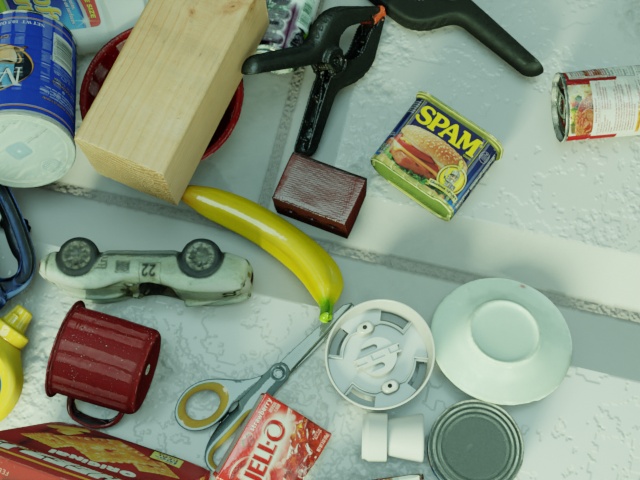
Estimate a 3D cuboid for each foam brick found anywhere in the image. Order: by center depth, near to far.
[{"bbox_3d":[0.000,-0.043,1.030,0.078,0.053,0.051,20,76,9],"label":"foam brick"}]

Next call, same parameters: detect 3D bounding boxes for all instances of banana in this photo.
[{"bbox_3d":[-0.045,0.001,1.015,0.198,0.069,0.037,38,113,19],"label":"banana"}]

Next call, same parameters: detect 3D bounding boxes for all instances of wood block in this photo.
[{"bbox_3d":[-0.133,-0.151,0.989,0.090,0.091,0.206,23,76,9],"label":"wood block"}]

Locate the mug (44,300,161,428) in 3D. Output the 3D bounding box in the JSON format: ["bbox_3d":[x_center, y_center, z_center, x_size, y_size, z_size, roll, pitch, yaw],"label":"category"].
[{"bbox_3d":[-0.199,0.121,0.981,0.081,0.093,0.117,16,106,2],"label":"mug"}]

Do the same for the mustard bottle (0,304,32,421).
[{"bbox_3d":[-0.334,0.141,0.991,0.096,0.058,0.191,34,78,10],"label":"mustard bottle"}]

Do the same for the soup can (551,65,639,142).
[{"bbox_3d":[0.281,-0.133,1.033,0.102,0.068,0.068,-5,74,1],"label":"soup can"}]

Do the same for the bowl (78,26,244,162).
[{"bbox_3d":[-0.154,-0.134,1.062,0.162,0.055,0.162,-1,74,3],"label":"bowl"}]

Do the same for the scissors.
[{"bbox_3d":[-0.060,0.122,1.003,0.096,0.016,0.201,30,78,7],"label":"scissors"}]

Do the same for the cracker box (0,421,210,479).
[{"bbox_3d":[-0.196,0.206,0.881,0.164,0.213,0.072,16,86,8],"label":"cracker box"}]

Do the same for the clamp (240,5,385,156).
[{"bbox_3d":[0.007,-0.166,1.059,0.171,0.120,0.039,-38,38,-22],"label":"clamp"}]

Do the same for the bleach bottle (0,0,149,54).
[{"bbox_3d":[-0.274,-0.238,1.096,0.251,0.068,0.102,-7,76,-1],"label":"bleach bottle"}]

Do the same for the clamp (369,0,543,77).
[{"bbox_3d":[0.139,-0.245,1.088,0.210,0.036,0.164,2,74,5],"label":"clamp"}]

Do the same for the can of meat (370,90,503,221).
[{"bbox_3d":[0.111,-0.081,1.033,0.102,0.057,0.084,36,82,12],"label":"can of meat"}]

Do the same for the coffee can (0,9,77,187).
[{"bbox_3d":[-0.286,-0.136,1.024,0.103,0.103,0.140,-9,54,0],"label":"coffee can"}]

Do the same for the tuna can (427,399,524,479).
[{"bbox_3d":[0.139,0.189,0.966,0.086,0.034,0.086,-1,74,3],"label":"tuna can"}]

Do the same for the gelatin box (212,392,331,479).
[{"bbox_3d":[-0.044,0.194,0.966,0.073,0.030,0.089,33,77,-6],"label":"gelatin box"}]
